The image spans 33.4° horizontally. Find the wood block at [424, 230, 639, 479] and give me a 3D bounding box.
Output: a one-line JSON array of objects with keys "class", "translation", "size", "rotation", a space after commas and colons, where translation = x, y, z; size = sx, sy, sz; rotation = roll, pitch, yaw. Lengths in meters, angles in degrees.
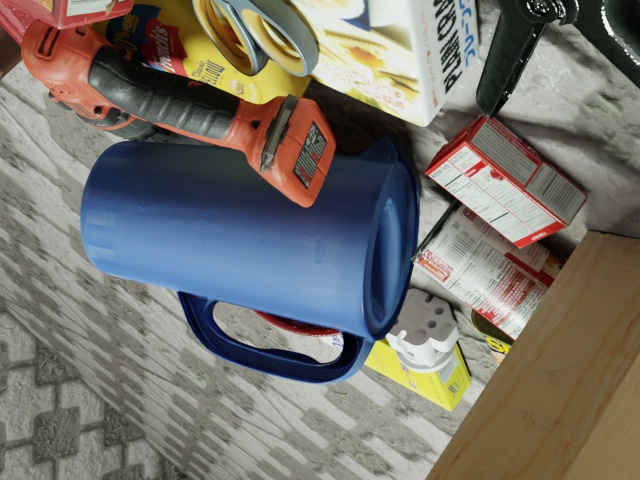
[{"class": "wood block", "translation": [0.170, 0.104, 0.680], "size": [0.090, 0.206, 0.090], "rotation": [13, 150, 49]}]

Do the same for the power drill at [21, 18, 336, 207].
[{"class": "power drill", "translation": [-0.087, -0.080, 0.710], "size": [0.188, 0.057, 0.184], "rotation": [19, 176, 12]}]

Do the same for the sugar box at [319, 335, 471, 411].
[{"class": "sugar box", "translation": [0.064, 0.102, 1.093], "size": [0.176, 0.048, 0.093], "rotation": [23, 156, 33]}]

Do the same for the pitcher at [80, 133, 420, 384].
[{"class": "pitcher", "translation": [-0.055, 0.001, 0.805], "size": [0.243, 0.149, 0.145], "rotation": [9, 132, 20]}]

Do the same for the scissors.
[{"class": "scissors", "translation": [-0.056, -0.155, 0.575], "size": [0.096, 0.016, 0.201], "rotation": [27, 158, 29]}]

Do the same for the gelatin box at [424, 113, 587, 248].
[{"class": "gelatin box", "translation": [0.122, -0.039, 0.708], "size": [0.089, 0.030, 0.073], "rotation": [39, 162, -3]}]

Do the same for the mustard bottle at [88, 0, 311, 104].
[{"class": "mustard bottle", "translation": [-0.097, -0.147, 0.727], "size": [0.191, 0.058, 0.096], "rotation": [24, 159, -9]}]

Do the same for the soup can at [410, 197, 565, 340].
[{"class": "soup can", "translation": [0.125, 0.019, 0.773], "size": [0.102, 0.068, 0.068], "rotation": [37, 160, 3]}]
